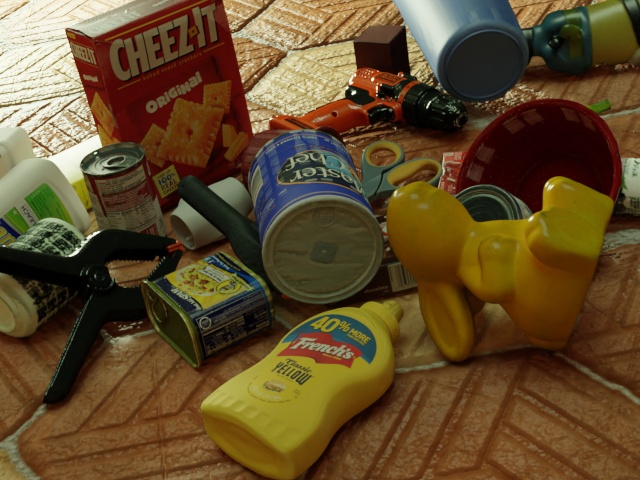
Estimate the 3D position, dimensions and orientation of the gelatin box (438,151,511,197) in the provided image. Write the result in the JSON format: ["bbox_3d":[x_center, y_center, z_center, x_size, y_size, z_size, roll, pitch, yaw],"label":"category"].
[{"bbox_3d":[0.160,-0.062,1.091,0.073,0.030,0.089,-2,33,14],"label":"gelatin box"}]

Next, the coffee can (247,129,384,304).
[{"bbox_3d":[-0.007,-0.024,0.941,0.103,0.103,0.140,-13,31,-2],"label":"coffee can"}]

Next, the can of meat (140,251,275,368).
[{"bbox_3d":[-0.100,0.058,0.956,0.083,0.057,0.102,-25,33,-25],"label":"can of meat"}]

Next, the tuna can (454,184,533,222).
[{"bbox_3d":[0.147,-0.006,0.954,0.086,0.033,0.086,-13,66,33],"label":"tuna can"}]

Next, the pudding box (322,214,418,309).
[{"bbox_3d":[0.049,0.015,0.993,0.113,0.039,0.090,-11,31,1],"label":"pudding box"}]

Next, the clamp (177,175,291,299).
[{"bbox_3d":[-0.057,0.001,1.027,0.120,0.039,0.172,12,28,-48],"label":"clamp"}]

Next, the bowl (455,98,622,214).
[{"bbox_3d":[0.208,-0.046,0.982,0.162,0.055,0.162,-13,67,33],"label":"bowl"}]

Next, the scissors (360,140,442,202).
[{"bbox_3d":[0.035,-0.057,1.106,0.201,0.016,0.096,-19,47,-25],"label":"scissors"}]

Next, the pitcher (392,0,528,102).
[{"bbox_3d":[0.175,-0.266,1.295,0.149,0.145,0.243,-1,39,-9],"label":"pitcher"}]

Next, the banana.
[{"bbox_3d":[0.241,-0.099,1.106,0.070,0.037,0.197,-18,22,41],"label":"banana"}]

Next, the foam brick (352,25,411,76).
[{"bbox_3d":[0.078,-0.224,1.336,0.051,0.078,0.052,10,37,28],"label":"foam brick"}]

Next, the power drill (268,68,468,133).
[{"bbox_3d":[0.050,-0.134,1.222,0.187,0.057,0.185,-27,33,-29],"label":"power drill"}]

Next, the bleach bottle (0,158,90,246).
[{"bbox_3d":[-0.335,0.026,1.061,0.068,0.102,0.250,-2,37,33],"label":"bleach bottle"}]

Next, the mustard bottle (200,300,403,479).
[{"bbox_3d":[0.003,0.104,0.845,0.096,0.058,0.191,18,41,37],"label":"mustard bottle"}]

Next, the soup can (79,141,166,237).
[{"bbox_3d":[-0.202,-0.041,1.104,0.068,0.102,0.068,-8,31,5],"label":"soup can"}]

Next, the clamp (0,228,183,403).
[{"bbox_3d":[-0.207,0.052,0.979,0.209,0.036,0.164,-16,71,-40],"label":"clamp"}]

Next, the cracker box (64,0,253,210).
[{"bbox_3d":[-0.166,-0.155,1.169,0.164,0.214,0.072,-30,36,-28],"label":"cracker box"}]

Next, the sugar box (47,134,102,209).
[{"bbox_3d":[-0.247,-0.093,1.258,0.176,0.048,0.093,-35,38,-32],"label":"sugar box"}]

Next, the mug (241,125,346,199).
[{"bbox_3d":[-0.035,-0.073,1.108,0.082,0.093,0.117,6,10,34],"label":"mug"}]
